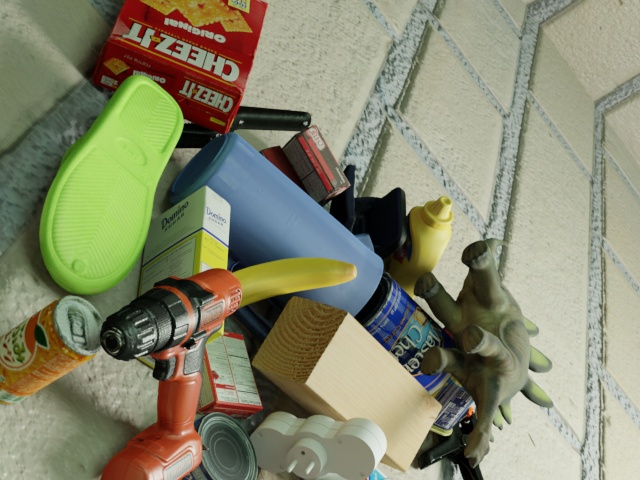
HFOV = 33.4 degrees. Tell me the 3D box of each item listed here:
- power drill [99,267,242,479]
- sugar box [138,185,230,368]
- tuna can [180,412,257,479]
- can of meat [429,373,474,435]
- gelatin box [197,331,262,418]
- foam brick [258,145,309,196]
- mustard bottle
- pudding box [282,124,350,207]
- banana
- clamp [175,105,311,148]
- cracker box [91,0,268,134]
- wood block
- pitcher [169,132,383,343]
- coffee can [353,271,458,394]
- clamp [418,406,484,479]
[{"bbox_3d":[-0.136,0.124,0.911,0.057,0.188,0.184,21,19,21],"label":"power drill"},{"bbox_3d":[-0.138,0.036,1.074,0.048,0.093,0.176,40,34,-32],"label":"sugar box"},{"bbox_3d":[-0.100,0.210,1.030,0.086,0.034,0.086,38,35,-33],"label":"tuna can"},{"bbox_3d":[0.167,0.189,1.397,0.057,0.084,0.102,25,29,-15],"label":"can of meat"},{"bbox_3d":[-0.103,0.137,1.101,0.073,0.030,0.089,19,47,-52],"label":"gelatin box"},{"bbox_3d":[-0.062,-0.072,1.341,0.078,0.053,0.051,60,29,-1],"label":"foam brick"},{"bbox_3d":[0.125,0.012,1.411,0.058,0.192,0.096,16,44,-14],"label":"mustard bottle"},{"bbox_3d":[-0.015,-0.088,1.372,0.039,0.114,0.090,-27,87,-26],"label":"pudding box"},{"bbox_3d":[-0.058,0.052,1.132,0.197,0.037,0.070,-19,40,-27],"label":"banana"},{"bbox_3d":[-0.119,-0.150,1.275,0.165,0.036,0.209,29,38,16],"label":"clamp"},{"bbox_3d":[-0.159,-0.236,1.260,0.164,0.072,0.213,20,39,-10],"label":"cracker box"},{"bbox_3d":[0.032,0.159,1.170,0.206,0.090,0.090,46,67,-39],"label":"wood block"},{"bbox_3d":[-0.058,0.001,1.216,0.242,0.145,0.149,43,20,-20],"label":"pitcher"},{"bbox_3d":[0.094,0.121,1.350,0.140,0.103,0.102,44,32,-25],"label":"coffee can"},{"bbox_3d":[0.176,0.273,1.405,0.120,0.039,0.171,42,26,-21],"label":"clamp"}]
